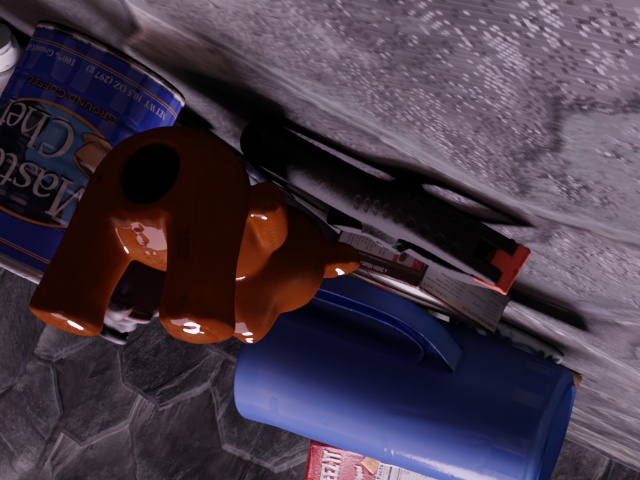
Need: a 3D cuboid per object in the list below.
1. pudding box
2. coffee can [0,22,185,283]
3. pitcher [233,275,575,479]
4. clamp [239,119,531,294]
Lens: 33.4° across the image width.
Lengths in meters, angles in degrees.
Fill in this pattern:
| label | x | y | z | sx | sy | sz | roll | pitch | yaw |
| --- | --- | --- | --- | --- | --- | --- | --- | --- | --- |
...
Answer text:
| label | x | y | z | sx | sy | sz | roll | pitch | yaw |
| --- | --- | --- | --- | --- | --- | --- | --- | --- | --- |
| pudding box | 0.075 | 0.026 | 0.787 | 0.090 | 0.039 | 0.113 | 18 | 173 | 43 |
| coffee can | -0.160 | -0.047 | 0.657 | 0.103 | 0.140 | 0.103 | 26 | 174 | 3 |
| pitcher | 0.063 | 0.106 | 0.815 | 0.243 | 0.145 | 0.149 | 17 | -174 | 22 |
| clamp | 0.033 | -0.019 | 0.592 | 0.172 | 0.039 | 0.120 | 21 | 175 | 45 |
